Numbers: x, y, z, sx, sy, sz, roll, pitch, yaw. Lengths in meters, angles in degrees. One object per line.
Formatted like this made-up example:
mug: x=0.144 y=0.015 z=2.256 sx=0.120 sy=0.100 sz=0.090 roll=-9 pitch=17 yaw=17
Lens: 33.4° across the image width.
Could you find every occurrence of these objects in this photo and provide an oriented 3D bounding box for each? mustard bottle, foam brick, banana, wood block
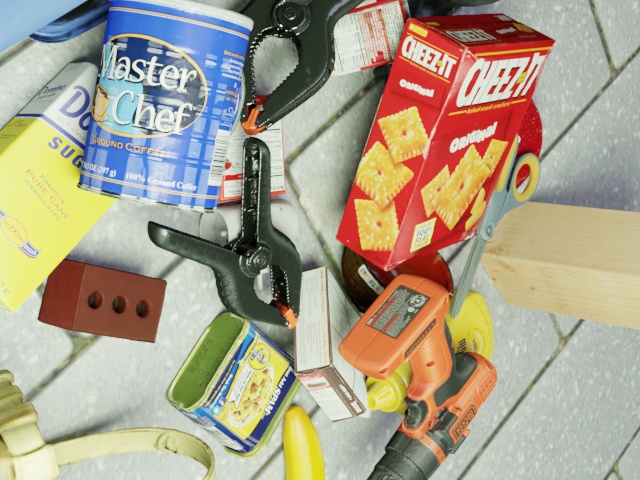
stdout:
mustard bottle: x=0.104 y=0.122 z=1.067 sx=0.191 sy=0.058 sz=0.096 roll=-26 pitch=118 yaw=-47
foam brick: x=-0.169 y=0.047 z=0.831 sx=0.078 sy=0.051 sz=0.053 roll=14 pitch=86 yaw=-42
banana: x=-0.028 y=0.256 z=0.999 sx=0.069 sy=0.037 sz=0.198 roll=22 pitch=81 yaw=-43
wood block: x=0.286 y=0.025 z=1.138 sx=0.090 sy=0.207 sz=0.090 roll=-52 pitch=126 yaw=-24

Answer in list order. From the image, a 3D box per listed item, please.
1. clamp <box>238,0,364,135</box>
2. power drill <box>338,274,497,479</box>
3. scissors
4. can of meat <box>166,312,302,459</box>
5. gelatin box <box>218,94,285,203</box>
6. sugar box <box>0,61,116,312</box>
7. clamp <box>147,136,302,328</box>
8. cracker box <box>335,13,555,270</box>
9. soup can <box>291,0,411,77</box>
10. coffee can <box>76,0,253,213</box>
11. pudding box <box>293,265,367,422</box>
clamp: x=-0.032 y=-0.191 z=0.888 sx=0.164 sy=0.036 sz=0.210 roll=26 pitch=84 yaw=4
power drill: x=0.078 y=0.135 z=0.947 sx=0.184 sy=0.057 sz=0.187 roll=-49 pitch=139 yaw=-23
scissors: x=0.182 y=-0.015 z=1.092 sx=0.096 sy=0.016 sz=0.202 roll=11 pitch=90 yaw=-42
can of meat: x=-0.073 y=0.124 z=0.927 sx=0.083 sy=0.058 sz=0.102 roll=45 pitch=66 yaw=-34
gelatin box: x=-0.068 y=-0.080 z=0.921 sx=0.073 sy=0.030 sz=0.089 roll=-10 pitch=101 yaw=-42
sugar box: x=-0.205 y=-0.042 z=0.791 sx=0.176 sy=0.048 sz=0.093 roll=-51 pitch=126 yaw=-23
clamp: x=-0.056 y=0.001 z=0.876 sx=0.120 sy=0.039 sz=0.171 roll=-45 pitch=132 yaw=-8
cracker box: x=0.114 y=-0.091 z=0.964 sx=0.163 sy=0.072 sz=0.214 roll=-17 pitch=134 yaw=-50
soup can: x=0.029 y=-0.182 z=0.936 sx=0.102 sy=0.068 sz=0.068 roll=-13 pitch=110 yaw=5
coffee can: x=-0.111 y=-0.098 z=0.762 sx=0.102 sy=0.103 sz=0.140 roll=6 pitch=97 yaw=-43
pudding box: x=0.008 y=0.093 z=0.962 sx=0.090 sy=0.039 sz=0.113 roll=56 pitch=22 yaw=-46
